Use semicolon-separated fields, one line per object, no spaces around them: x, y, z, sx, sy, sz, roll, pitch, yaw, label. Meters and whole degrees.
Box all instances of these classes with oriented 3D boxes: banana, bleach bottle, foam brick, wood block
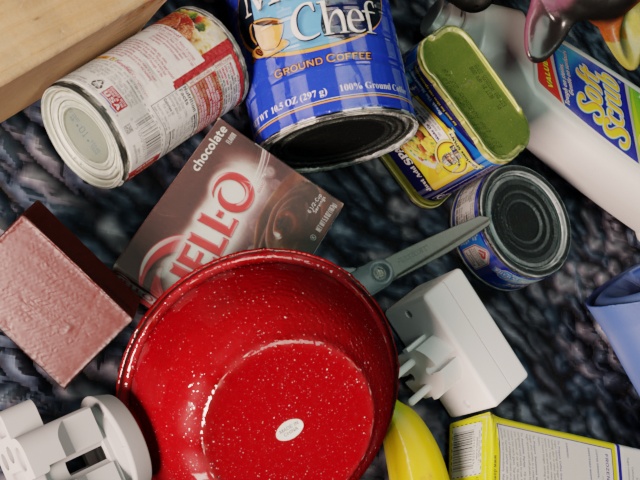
0.051;0.183;0.627;0.069;0.037;0.198;12;65;-32;banana
0.181;-0.096;0.797;0.250;0.068;0.102;29;58;-18;bleach bottle
-0.138;0.027;0.546;0.051;0.053;0.078;-44;99;2;foam brick
-0.186;-0.110;0.555;0.205;0.091;0.090;-41;96;-35;wood block

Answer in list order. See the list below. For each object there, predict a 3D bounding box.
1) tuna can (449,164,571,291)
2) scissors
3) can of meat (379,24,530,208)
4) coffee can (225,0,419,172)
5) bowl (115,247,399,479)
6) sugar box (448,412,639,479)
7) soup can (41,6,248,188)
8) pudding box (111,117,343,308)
0.135;-0.009;0.753;0.086;0.034;0.086;11;67;-29;tuna can
0.018;0.012;0.669;0.096;0.016;0.201;49;62;-2;scissors
0.079;-0.082;0.714;0.057;0.084;0.102;-41;96;-36;can of meat
-0.003;-0.125;0.666;0.102;0.103;0.140;-3;75;-33;coffee can
-0.024;0.088;0.562;0.162;0.055;0.162;-4;103;-18;bowl
0.164;0.176;0.699;0.176;0.048;0.093;19;64;-29;sugar box
-0.099;-0.082;0.612;0.102;0.069;0.068;-41;96;-35;soup can
-0.054;0.001;0.613;0.090;0.039;0.113;35;66;-7;pudding box
